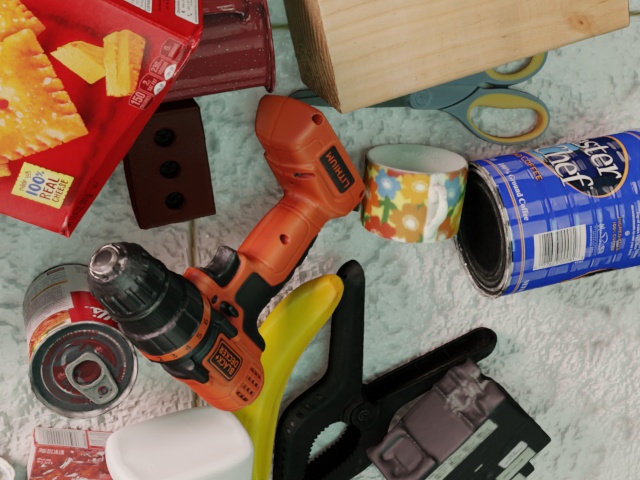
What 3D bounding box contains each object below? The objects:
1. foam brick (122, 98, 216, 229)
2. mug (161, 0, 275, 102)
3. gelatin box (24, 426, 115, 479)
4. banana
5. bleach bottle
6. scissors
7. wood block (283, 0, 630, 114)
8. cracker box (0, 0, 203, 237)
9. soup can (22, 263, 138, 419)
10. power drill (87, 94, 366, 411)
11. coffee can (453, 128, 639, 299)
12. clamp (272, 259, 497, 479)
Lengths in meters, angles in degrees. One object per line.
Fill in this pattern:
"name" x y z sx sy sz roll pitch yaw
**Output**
"foam brick" -0.104 -0.054 0.707 0.053 0.051 0.078 -13 114 -13
"mug" -0.075 -0.131 0.654 0.081 0.117 0.093 -11 93 -9
"gelatin box" -0.172 0.179 0.789 0.089 0.030 0.073 8 108 -20
"banana" -0.032 0.106 0.787 0.037 0.070 0.198 -8 118 -54
"bleach bottle" -0.108 0.241 0.797 0.102 0.068 0.251 -13 129 -28
"scissors" 0.083 -0.120 0.762 0.201 0.016 0.096 12 105 -22
"wood block" 0.087 -0.163 0.704 0.206 0.091 0.090 -18 115 -10
"cracker box" -0.192 -0.105 0.555 0.213 0.072 0.164 21 129 -28
"soup can" -0.161 0.064 0.707 0.068 0.102 0.068 -6 112 -16
"power drill" -0.054 0.001 0.684 0.187 0.057 0.184 -57 147 -16
"coffee can" 0.179 -0.020 0.784 0.140 0.103 0.103 -11 114 -13
"clamp" 0.022 0.117 0.821 0.164 0.036 0.210 35 99 -35
